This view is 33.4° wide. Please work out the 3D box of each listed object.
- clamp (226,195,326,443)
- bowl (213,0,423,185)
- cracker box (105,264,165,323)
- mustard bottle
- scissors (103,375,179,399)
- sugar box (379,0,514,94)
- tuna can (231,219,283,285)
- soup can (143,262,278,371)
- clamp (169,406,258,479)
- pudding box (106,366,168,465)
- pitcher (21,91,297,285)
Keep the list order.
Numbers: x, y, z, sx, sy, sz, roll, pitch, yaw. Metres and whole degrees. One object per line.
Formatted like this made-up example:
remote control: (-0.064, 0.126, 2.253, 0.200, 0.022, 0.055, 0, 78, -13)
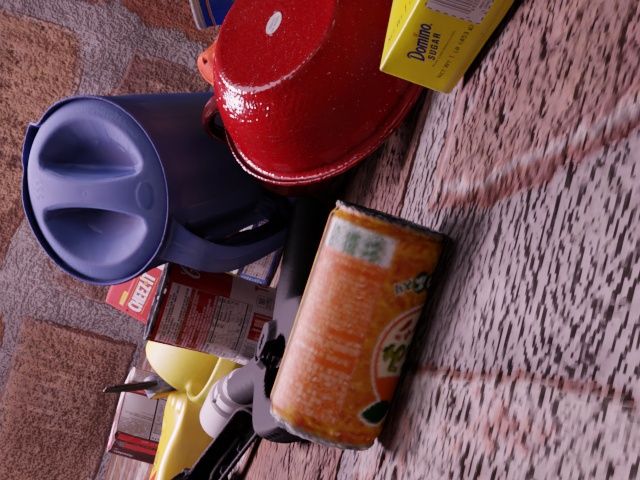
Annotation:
clamp: (-0.019, 0.060, 0.694, 0.210, 0.036, 0.164, -131, 58, -76)
bowl: (-0.012, -0.117, 0.647, 0.162, 0.055, 0.162, -18, 57, 30)
cracker box: (-0.155, -0.011, 1.241, 0.164, 0.072, 0.213, -63, -4, 17)
mustard bottle: (-0.132, 0.234, 0.954, 0.096, 0.058, 0.191, 137, 148, -72)
scissors: (-0.129, 0.123, 0.957, 0.202, 0.096, 0.016, 87, 164, -80)
sugar box: (0.075, -0.174, 0.551, 0.093, 0.048, 0.176, 122, 161, -55)
tuna can: (-0.057, 0.001, 0.996, 0.086, 0.033, 0.086, -164, 90, -80)
soup can: (-0.080, 0.059, 0.833, 0.068, 0.102, 0.068, -164, 91, -80)
clamp: (-0.107, 0.200, 0.821, 0.120, 0.039, 0.172, -28, -24, -34)
pudding box: (-0.178, 0.196, 1.170, 0.113, 0.090, 0.039, -88, 19, -57)
pitcher: (-0.095, -0.049, 0.827, 0.242, 0.145, 0.149, -22, -86, -59)
